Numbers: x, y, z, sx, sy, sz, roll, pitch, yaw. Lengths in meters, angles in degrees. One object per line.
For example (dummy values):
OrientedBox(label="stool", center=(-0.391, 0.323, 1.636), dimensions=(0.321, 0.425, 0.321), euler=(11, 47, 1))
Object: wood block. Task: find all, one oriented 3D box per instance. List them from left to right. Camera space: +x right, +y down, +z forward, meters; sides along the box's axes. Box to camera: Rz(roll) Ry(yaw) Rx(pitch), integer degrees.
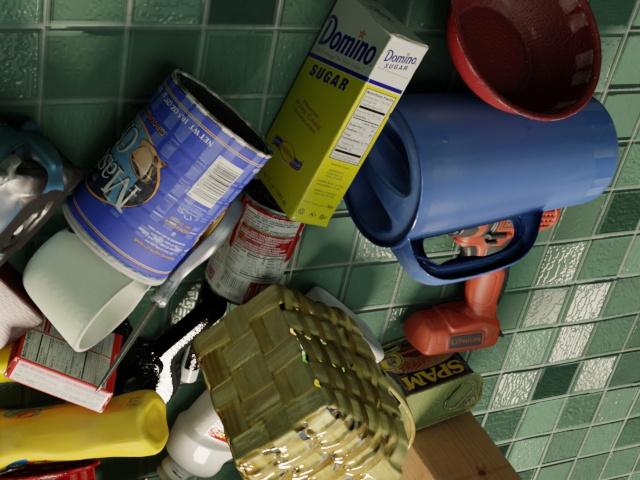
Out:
OrientedBox(label="wood block", center=(0.133, 0.244, 1.146), dimensions=(0.090, 0.206, 0.090), euler=(-9, 128, -23))

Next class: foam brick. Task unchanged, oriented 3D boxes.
OrientedBox(label="foam brick", center=(-0.272, 0.043, 0.867), dimensions=(0.051, 0.053, 0.078), euler=(-35, 133, -1))

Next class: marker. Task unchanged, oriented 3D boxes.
OrientedBox(label="marker", center=(-0.113, 0.083, 1.011), dimensions=(0.020, 0.020, 0.121), euler=(1, 124, -30))

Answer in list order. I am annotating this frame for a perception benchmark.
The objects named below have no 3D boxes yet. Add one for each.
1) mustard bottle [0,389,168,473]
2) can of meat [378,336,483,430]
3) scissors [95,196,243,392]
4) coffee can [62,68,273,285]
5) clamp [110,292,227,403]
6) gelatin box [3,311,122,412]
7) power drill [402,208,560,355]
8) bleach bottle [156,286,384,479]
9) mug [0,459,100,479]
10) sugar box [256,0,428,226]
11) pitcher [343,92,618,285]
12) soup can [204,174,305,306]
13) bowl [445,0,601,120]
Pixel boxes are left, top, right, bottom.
OrientedBox(label="mustard bottle", center=(-0.239, 0.173, 0.953), dimensions=(0.191, 0.058, 0.096), euler=(-8, 175, 5))
OrientedBox(label="can of meat", center=(0.109, 0.147, 1.141), dimensions=(0.102, 0.084, 0.057), euler=(-17, 131, -18))
OrientedBox(label="scissors", center=(-0.120, 0.036, 0.878), dimensions=(0.016, 0.096, 0.201), euler=(36, 65, -20))
OrientedBox(label="coffee can", center=(-0.121, -0.049, 0.846), dimensions=(0.140, 0.103, 0.102), euler=(-48, 133, 11))
OrientedBox(label="clamp", center=(-0.170, 0.103, 0.982), dimensions=(0.120, 0.039, 0.172), euler=(19, 116, -20))
OrientedBox(label="gelatin box", center=(-0.218, 0.099, 0.908), dimensions=(0.089, 0.073, 0.030), euler=(24, 122, -19))
OrientedBox(label="power drill", center=(0.145, 0.028, 1.087), dimensions=(0.184, 0.057, 0.188), euler=(-3, 125, -28))
OrientedBox(label="bleach bottle", center=(-0.061, 0.161, 1.072), dimensions=(0.251, 0.068, 0.102), euler=(-43, 129, 9))
OrientedBox(label="mug", center=(-0.252, 0.247, 0.962), dimensions=(0.117, 0.081, 0.093), euler=(-8, 176, 13))
OrientedBox(label="sugar box", center=(0.011, -0.108, 0.882), dimensions=(0.048, 0.093, 0.176), euler=(10, 118, -35))
OrientedBox(label="pitcher", center=(0.149, -0.064, 0.966), dimensions=(0.242, 0.145, 0.149), euler=(-8, 125, -28))
OrientedBox(label="soup can", center=(-0.056, 0.001, 0.946), dimensions=(0.068, 0.069, 0.102), euler=(6, 121, -33))
OrientedBox(label="bowl", center=(0.162, -0.171, 0.911), dimensions=(0.161, 0.162, 0.055), euler=(1, 166, -30))
